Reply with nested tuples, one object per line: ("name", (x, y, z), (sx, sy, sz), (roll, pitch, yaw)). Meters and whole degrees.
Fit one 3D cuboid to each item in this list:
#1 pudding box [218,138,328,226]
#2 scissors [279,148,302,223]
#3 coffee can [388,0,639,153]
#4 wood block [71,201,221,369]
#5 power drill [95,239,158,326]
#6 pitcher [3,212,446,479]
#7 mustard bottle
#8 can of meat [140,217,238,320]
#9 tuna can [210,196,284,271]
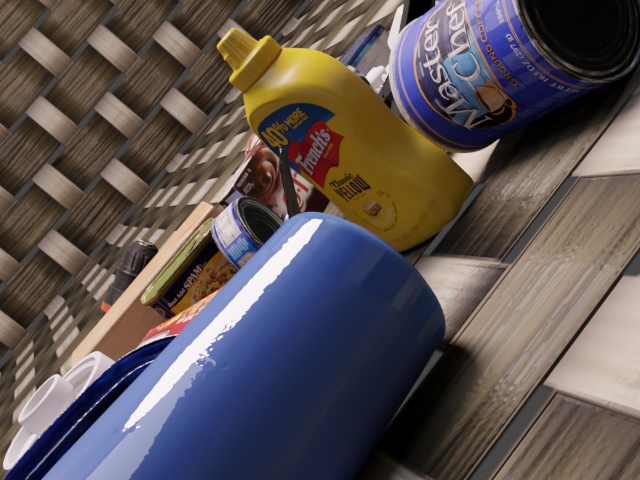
("pudding box", (-0.039, -0.052, 1.053), (0.039, 0.090, 0.113), (-37, 18, 48))
("scissors", (-0.024, 0.008, 0.783), (0.201, 0.016, 0.096), (52, -120, -71))
("coffee can", (0.123, -0.125, 0.689), (0.102, 0.102, 0.141), (-56, 14, -27))
("wood block", (-0.147, 0.068, 1.066), (0.206, 0.090, 0.090), (-50, 12, -4))
("power drill", (-0.213, 0.080, 1.196), (0.187, 0.057, 0.184), (-102, 30, -84))
("pitcher", (-0.051, 0.101, 0.549), (0.242, 0.149, 0.145), (-51, 1, -21))
("mustard bottle", (0.007, -0.074, 0.727), (0.058, 0.191, 0.096), (-56, 14, -30))
("can of meat", (-0.102, 0.045, 0.997), (0.102, 0.084, 0.057), (-50, 13, -4))
("tuna can", (-0.056, 0.001, 0.967), (0.034, 0.086, 0.086), (-43, 14, 20))
